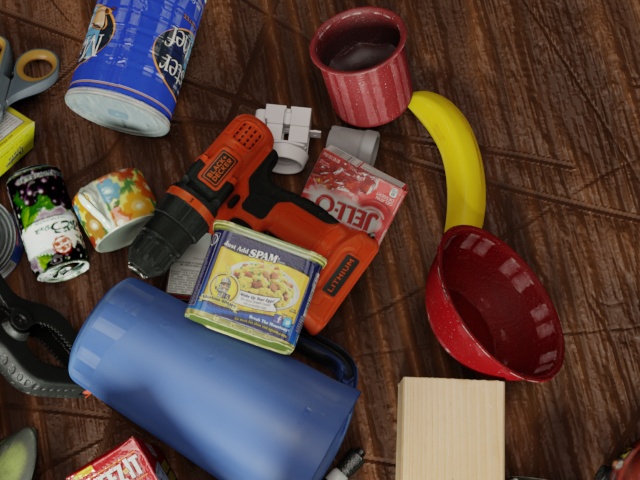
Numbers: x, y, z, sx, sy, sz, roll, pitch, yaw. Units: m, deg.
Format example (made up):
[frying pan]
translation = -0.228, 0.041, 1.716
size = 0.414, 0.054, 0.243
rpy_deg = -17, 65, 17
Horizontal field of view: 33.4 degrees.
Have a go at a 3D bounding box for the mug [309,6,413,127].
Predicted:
[mug]
translation = 0.037, -0.171, 1.033
size = 0.093, 0.081, 0.117
rpy_deg = -33, 51, -10

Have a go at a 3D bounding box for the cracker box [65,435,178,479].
[cracker box]
translation = -0.123, 0.277, 0.896
size = 0.072, 0.164, 0.214
rpy_deg = -30, 79, -8

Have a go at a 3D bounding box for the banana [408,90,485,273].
[banana]
translation = 0.126, -0.068, 1.040
size = 0.070, 0.037, 0.198
rpy_deg = -24, 73, 24

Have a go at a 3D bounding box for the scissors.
[scissors]
translation = -0.295, -0.129, 1.027
size = 0.096, 0.016, 0.202
rpy_deg = -4, 51, -17

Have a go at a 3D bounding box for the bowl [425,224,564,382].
[bowl]
translation = 0.148, 0.067, 0.970
size = 0.055, 0.161, 0.162
rpy_deg = -39, 76, 35

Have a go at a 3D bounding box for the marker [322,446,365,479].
[marker]
translation = -0.002, 0.237, 0.977
size = 0.020, 0.020, 0.121
rpy_deg = 42, 81, 9

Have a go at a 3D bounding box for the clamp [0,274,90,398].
[clamp]
translation = -0.284, 0.071, 0.967
size = 0.036, 0.209, 0.164
rpy_deg = -36, 35, 29

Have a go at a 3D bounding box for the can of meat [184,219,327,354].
[can of meat]
translation = -0.056, 0.041, 0.901
size = 0.102, 0.057, 0.084
rpy_deg = 20, 76, -4

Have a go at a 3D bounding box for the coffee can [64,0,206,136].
[coffee can]
translation = -0.178, -0.185, 1.035
size = 0.103, 0.103, 0.140
rpy_deg = 14, 77, 4

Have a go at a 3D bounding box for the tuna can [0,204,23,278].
[tuna can]
translation = -0.332, 0.002, 1.029
size = 0.086, 0.034, 0.086
rpy_deg = 0, 77, 1

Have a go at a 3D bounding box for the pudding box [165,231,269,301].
[pudding box]
translation = -0.096, 0.006, 1.023
size = 0.090, 0.039, 0.113
rpy_deg = 6, 80, 1

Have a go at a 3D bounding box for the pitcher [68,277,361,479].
[pitcher]
translation = -0.090, 0.128, 0.950
size = 0.243, 0.149, 0.145
rpy_deg = 30, 97, 7

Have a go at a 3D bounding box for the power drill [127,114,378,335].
[power drill]
translation = -0.056, 0.001, 0.968
size = 0.187, 0.057, 0.184
rpy_deg = 38, 74, -1

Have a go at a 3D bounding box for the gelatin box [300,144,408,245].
[gelatin box]
translation = 0.029, -0.038, 1.019
size = 0.089, 0.030, 0.073
rpy_deg = 29, 109, 8

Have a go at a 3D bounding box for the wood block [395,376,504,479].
[wood block]
translation = 0.112, 0.228, 0.942
size = 0.091, 0.090, 0.206
rpy_deg = 2, 78, 1
